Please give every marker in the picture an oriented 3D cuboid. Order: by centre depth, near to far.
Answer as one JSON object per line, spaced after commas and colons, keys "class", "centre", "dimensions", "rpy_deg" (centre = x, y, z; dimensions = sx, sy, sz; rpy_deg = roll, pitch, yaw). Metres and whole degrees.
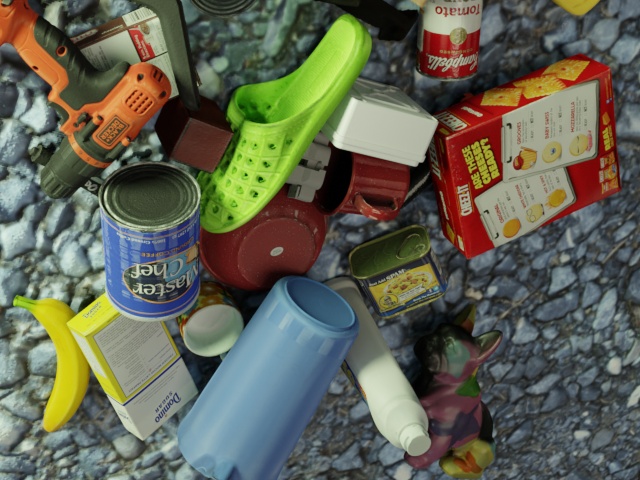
{"class": "marker", "centre": [-0.250, -0.066, 1.115], "dimensions": [0.121, 0.020, 0.020], "rpy_deg": [32, 105, -34]}

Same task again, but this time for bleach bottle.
{"class": "bleach bottle", "centre": [0.061, 0.150, 1.233], "dimensions": [0.068, 0.251, 0.102], "rpy_deg": [-24, 126, -7]}

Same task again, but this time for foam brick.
{"class": "foam brick", "centre": [-0.131, -0.114, 1.097], "dimensions": [0.051, 0.078, 0.053], "rpy_deg": [17, 115, -31]}

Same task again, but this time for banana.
{"class": "banana", "centre": [-0.296, 0.137, 1.216], "dimensions": [0.069, 0.037, 0.198], "rpy_deg": [-3, 122, 0]}

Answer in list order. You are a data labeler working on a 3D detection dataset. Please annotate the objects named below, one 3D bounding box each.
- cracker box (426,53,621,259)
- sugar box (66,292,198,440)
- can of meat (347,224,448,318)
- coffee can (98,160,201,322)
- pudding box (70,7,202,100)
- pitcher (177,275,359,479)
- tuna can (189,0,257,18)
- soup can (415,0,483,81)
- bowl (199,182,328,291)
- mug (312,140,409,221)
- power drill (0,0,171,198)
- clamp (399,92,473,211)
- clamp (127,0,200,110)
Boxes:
{"class": "cracker box", "centre": [0.232, -0.098, 1.221], "dimensions": [0.213, 0.072, 0.164], "rpy_deg": [-23, 123, -12]}
{"class": "sugar box", "centre": [-0.212, 0.136, 1.225], "dimensions": [0.093, 0.048, 0.176], "rpy_deg": [-40, 133, -27]}
{"class": "can of meat", "centre": [0.096, 0.040, 1.292], "dimensions": [0.102, 0.057, 0.084], "rpy_deg": [-22, 130, 9]}
{"class": "coffee can", "centre": [-0.176, 0.002, 1.116], "dimensions": [0.102, 0.103, 0.140], "rpy_deg": [-10, 138, -16]}
{"class": "pudding box", "centre": [-0.186, -0.175, 1.061], "dimensions": [0.113, 0.039, 0.090], "rpy_deg": [-23, 125, -4]}
{"class": "pitcher", "centre": [-0.055, 0.158, 1.232], "dimensions": [0.144, 0.149, 0.243], "rpy_deg": [8, 123, -42]}
{"class": "tuna can", "centre": [-0.097, -0.264, 1.044], "dimensions": [0.086, 0.034, 0.086], "rpy_deg": [-10, 124, -16]}
{"class": "soup can", "centre": [0.138, -0.230, 1.141], "dimensions": [0.068, 0.068, 0.102], "rpy_deg": [-10, 123, -17]}
{"class": "bowl", "centre": [-0.058, 0.001, 1.214], "dimensions": [0.162, 0.055, 0.162], "rpy_deg": [-10, 123, -17]}
{"class": "mug", "centre": [0.050, -0.062, 1.183], "dimensions": [0.081, 0.117, 0.093], "rpy_deg": [6, 124, -31]}
{"class": "power drill", "centre": [-0.262, -0.140, 1.013], "dimensions": [0.187, 0.057, 0.185], "rpy_deg": [37, 118, -24]}
{"class": "clamp", "centre": [0.139, -0.089, 1.249], "dimensions": [0.120, 0.039, 0.171], "rpy_deg": [-4, 119, -26]}
{"class": "clamp", "centre": [-0.126, -0.248, 0.996], "dimensions": [0.165, 0.036, 0.210], "rpy_deg": [-37, 105, 12]}
